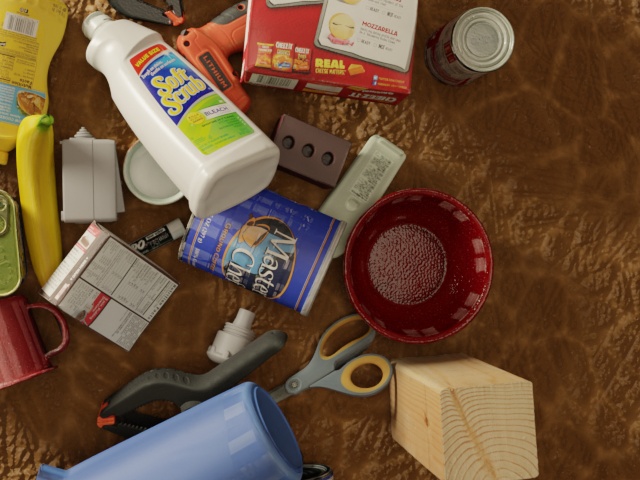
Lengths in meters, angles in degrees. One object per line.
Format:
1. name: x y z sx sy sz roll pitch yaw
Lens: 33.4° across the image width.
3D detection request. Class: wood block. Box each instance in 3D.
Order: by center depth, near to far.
1. wood block: 0.134 0.171 1.057 0.090 0.206 0.091 -4 92 -9

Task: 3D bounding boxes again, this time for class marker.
1. marker: -0.195 0.013 1.096 0.121 0.020 0.020 -28 95 -7

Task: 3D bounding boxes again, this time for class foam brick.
1. foam brick: -0.016 -0.091 1.107 0.078 0.051 0.053 21 87 -9

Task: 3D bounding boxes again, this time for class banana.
1. banana: -0.277 -0.044 1.049 0.037 0.070 0.198 -5 121 -15

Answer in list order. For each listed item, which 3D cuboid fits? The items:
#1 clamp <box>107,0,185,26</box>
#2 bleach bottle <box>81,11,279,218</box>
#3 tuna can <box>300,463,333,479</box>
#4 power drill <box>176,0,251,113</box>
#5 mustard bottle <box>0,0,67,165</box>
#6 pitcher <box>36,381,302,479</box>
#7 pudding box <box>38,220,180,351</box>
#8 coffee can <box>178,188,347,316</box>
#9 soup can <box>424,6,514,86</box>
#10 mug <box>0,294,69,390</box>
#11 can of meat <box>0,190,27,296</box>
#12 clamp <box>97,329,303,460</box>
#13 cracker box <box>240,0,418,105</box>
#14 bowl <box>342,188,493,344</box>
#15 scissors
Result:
1. clamp: -0.209 -0.278 1.079 0.120 0.039 0.171 -32 99 14
2. bleach bottle: -0.154 -0.135 1.033 0.102 0.068 0.251 -28 63 -36
3. tuna can: -0.028 0.255 1.094 0.086 0.086 0.034 -7 91 -9
4. power drill: -0.038 -0.201 1.100 0.187 0.057 0.184 -37 92 -10
5. mustard bottle: -0.315 -0.152 1.051 0.096 0.058 0.191 12 90 -34
6. pitcher: -0.138 0.246 1.027 0.243 0.149 0.145 -29 59 7
7. pudding box: -0.207 0.047 1.059 0.090 0.039 0.113 -54 136 -6
8. coffee can: -0.057 0.001 1.065 0.140 0.103 0.103 24 87 1
9. soup can: 0.153 -0.200 1.107 0.068 0.102 0.068 0 91 -9
10. mug: -0.304 0.099 1.044 0.117 0.093 0.081 -20 89 3
11. can of meat: -0.320 0.002 1.043 0.057 0.084 0.102 -5 92 -9
12. clamp: -0.119 0.177 1.086 0.210 0.036 0.164 -11 117 6
13. cracker box: 0.013 -0.250 1.045 0.164 0.072 0.214 6 84 -9
14. bowl: 0.098 0.026 1.125 0.162 0.055 0.162 0 91 -9
15. scissors: -0.008 0.161 1.117 0.201 0.016 0.096 -43 72 -6
